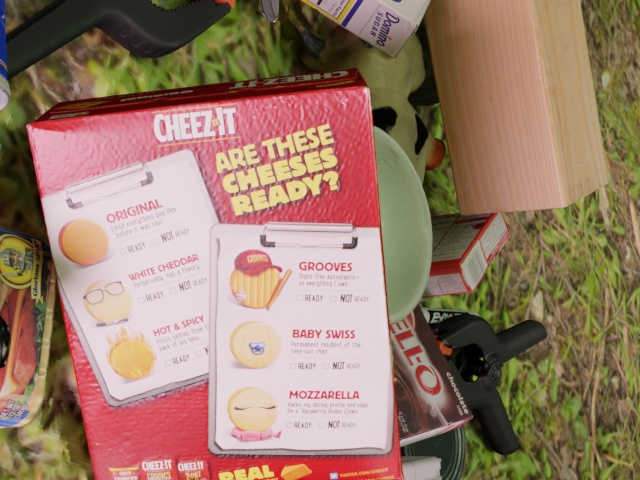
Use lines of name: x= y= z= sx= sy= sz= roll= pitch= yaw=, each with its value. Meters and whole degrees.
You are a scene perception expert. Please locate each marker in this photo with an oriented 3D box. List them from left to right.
marker: x=0.092 y=0.064 z=0.870 sx=0.120 sy=0.020 sz=0.020 roll=9 pitch=76 yaw=-50

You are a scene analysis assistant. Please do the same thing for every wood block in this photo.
wood block: x=0.146 y=-0.131 z=0.807 sx=0.090 sy=0.091 sz=0.206 roll=-23 pitch=105 yaw=-50

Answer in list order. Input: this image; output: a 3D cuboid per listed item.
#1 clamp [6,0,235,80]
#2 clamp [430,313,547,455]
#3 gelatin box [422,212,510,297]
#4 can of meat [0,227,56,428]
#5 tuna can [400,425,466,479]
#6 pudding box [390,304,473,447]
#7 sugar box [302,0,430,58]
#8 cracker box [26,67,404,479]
clamp: x=-0.130 y=-0.170 z=0.628 sx=0.209 sy=0.036 sz=0.164 roll=-8 pitch=90 yaw=-54
clamp: x=0.137 y=0.099 z=0.891 sx=0.171 sy=0.039 sz=0.120 roll=40 pitch=60 yaw=-46
gelatin box: x=0.101 y=0.011 z=0.850 sx=0.089 sy=0.073 sz=0.030 roll=-48 pitch=120 yaw=-45
can of meat: x=-0.178 y=0.038 z=0.513 sx=0.083 sy=0.058 sz=0.102 roll=22 pitch=66 yaw=-49
tuna can: x=0.076 y=0.155 z=0.820 sx=0.086 sy=0.034 sz=0.086 roll=14 pitch=72 yaw=-49
pudding box: x=0.048 y=0.090 z=0.762 sx=0.089 sy=0.039 sz=0.113 roll=-6 pitch=67 yaw=-45
sugar box: x=-0.001 y=-0.208 z=0.726 sx=0.176 sy=0.048 sz=0.093 roll=29 pitch=54 yaw=-6
cracker box: x=-0.047 y=0.027 z=0.558 sx=0.072 sy=0.164 sz=0.214 roll=-95 pitch=179 yaw=-72
